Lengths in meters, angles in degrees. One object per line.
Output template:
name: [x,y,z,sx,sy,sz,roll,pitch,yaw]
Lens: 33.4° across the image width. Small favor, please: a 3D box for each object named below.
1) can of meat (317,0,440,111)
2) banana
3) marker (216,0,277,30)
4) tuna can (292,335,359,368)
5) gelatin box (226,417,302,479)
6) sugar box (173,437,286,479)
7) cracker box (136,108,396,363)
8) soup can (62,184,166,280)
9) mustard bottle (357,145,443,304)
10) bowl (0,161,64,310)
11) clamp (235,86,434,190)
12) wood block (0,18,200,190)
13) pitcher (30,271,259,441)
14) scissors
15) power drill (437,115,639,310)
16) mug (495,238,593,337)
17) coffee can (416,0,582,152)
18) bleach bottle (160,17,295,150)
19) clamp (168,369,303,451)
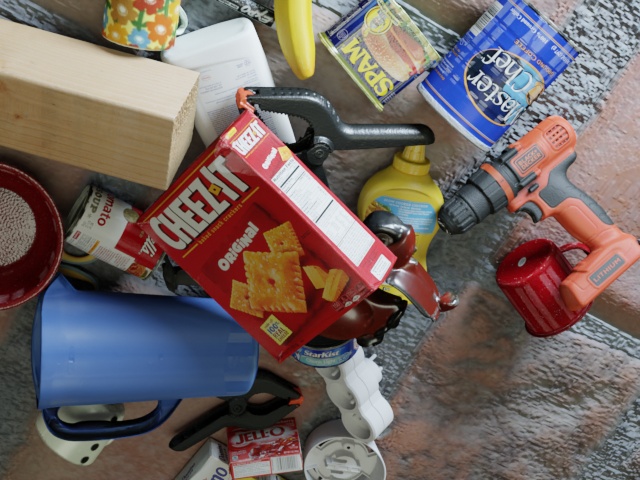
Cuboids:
can of meat: [0.061,-0.199,1.101,0.084,0.057,0.102,-39,112,9]
banana: [-0.013,-0.262,1.055,0.070,0.037,0.198,27,109,27]
marker: [-0.064,-0.233,1.088,0.121,0.020,0.020,24,111,-19]
tuna can: [0.003,0.107,1.233,0.086,0.086,0.034,-7,128,-5]
gelatin box: [-0.070,0.254,1.306,0.089,0.073,0.030,-7,117,-4]
sugar box: [-0.095,0.331,1.357,0.176,0.048,0.093,32,109,-22]
cracker box: [-0.057,0.001,1.074,0.213,0.072,0.164,45,129,-8]
soup can: [-0.220,-0.009,1.154,0.102,0.068,0.069,29,110,-20]
mustard bottle: [0.086,-0.023,1.194,0.096,0.058,0.192,10,115,-5]
bowl: [-0.350,-0.009,1.131,0.162,0.055,0.162,-1,102,-5]
clamp: [0.006,-0.102,1.097,0.165,0.036,0.209,-44,122,15]
wood block: [-0.232,-0.132,1.038,0.206,0.090,0.090,15,131,1]
pitcher: [-0.197,0.129,1.187,0.242,0.145,0.149,2,144,-17]
scissors: [-0.328,0.004,1.175,0.201,0.016,0.096,28,109,-20]
power drill: [0.244,-0.017,1.166,0.184,0.057,0.187,-39,91,-6]
mug: [0.267,0.046,1.237,0.117,0.093,0.081,-34,112,16]
coffee can: [0.184,-0.177,1.105,0.102,0.103,0.140,36,107,-23]
bleach bottle: [-0.079,-0.102,1.130,0.102,0.068,0.251,-18,120,1]
clamp: [-0.109,0.204,1.294,0.171,0.039,0.120,5,117,-11]
